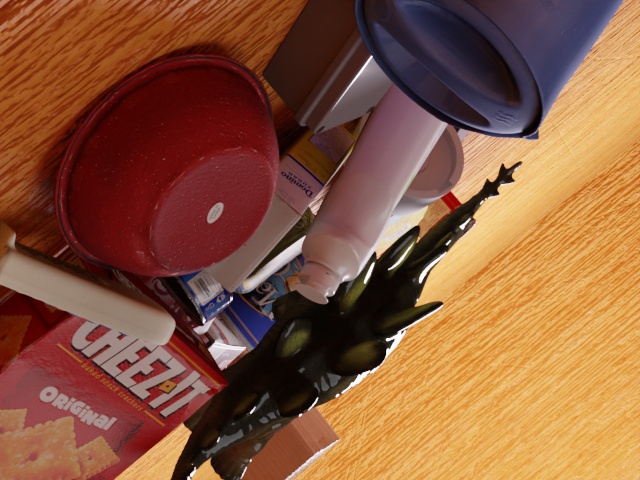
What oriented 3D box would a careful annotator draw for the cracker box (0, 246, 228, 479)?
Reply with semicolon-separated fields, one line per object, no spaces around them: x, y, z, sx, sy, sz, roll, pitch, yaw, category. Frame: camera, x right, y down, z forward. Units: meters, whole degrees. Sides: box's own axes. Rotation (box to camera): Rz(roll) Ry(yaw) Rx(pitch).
-0.200;0.122;0.805;0.213;0.072;0.164;-39;136;0;cracker box

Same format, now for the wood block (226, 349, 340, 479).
-0.086;0.172;1.181;0.091;0.206;0.090;-43;167;17;wood block

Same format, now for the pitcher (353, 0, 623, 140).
0.135;-0.194;0.643;0.242;0.145;0.149;-51;165;-17;pitcher

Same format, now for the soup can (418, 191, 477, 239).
0.133;-0.040;1.309;0.068;0.102;0.068;-37;168;-10;soup can

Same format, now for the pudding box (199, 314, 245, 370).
-0.122;0.078;1.006;0.039;0.090;0.113;-41;167;2;pudding box

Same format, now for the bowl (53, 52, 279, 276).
-0.081;-0.033;0.666;0.161;0.055;0.162;-28;141;-25;bowl

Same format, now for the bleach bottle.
0.052;-0.065;0.837;0.250;0.068;0.103;-60;176;-21;bleach bottle

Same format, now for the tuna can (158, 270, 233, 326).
-0.109;0.026;0.867;0.033;0.086;0.086;-38;168;-16;tuna can

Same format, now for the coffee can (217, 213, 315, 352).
-0.039;0.048;1.114;0.140;0.103;0.103;-38;168;-5;coffee can

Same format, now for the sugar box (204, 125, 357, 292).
-0.032;-0.036;0.857;0.093;0.048;0.176;-47;-178;27;sugar box
